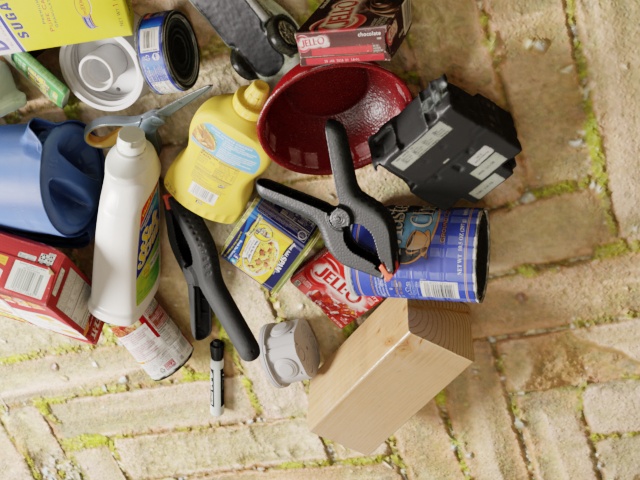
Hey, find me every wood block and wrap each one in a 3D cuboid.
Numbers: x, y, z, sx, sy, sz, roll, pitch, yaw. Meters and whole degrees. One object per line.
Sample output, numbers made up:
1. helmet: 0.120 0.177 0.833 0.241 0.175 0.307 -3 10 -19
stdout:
1. wood block: 0.078 0.150 1.241 0.090 0.090 0.206 26 127 -19

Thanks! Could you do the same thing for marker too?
1. marker: -0.134 0.177 1.384 0.020 0.020 0.121 11 124 12

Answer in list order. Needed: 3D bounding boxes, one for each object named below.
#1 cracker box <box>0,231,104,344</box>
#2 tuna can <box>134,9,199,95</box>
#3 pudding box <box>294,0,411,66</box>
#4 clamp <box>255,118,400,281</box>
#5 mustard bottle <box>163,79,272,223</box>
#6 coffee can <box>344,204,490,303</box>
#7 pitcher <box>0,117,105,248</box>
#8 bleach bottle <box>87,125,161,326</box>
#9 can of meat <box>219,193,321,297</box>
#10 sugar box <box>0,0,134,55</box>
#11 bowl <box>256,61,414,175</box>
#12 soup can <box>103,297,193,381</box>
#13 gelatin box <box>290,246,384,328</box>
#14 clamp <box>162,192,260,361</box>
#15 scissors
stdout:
1. cracker box: -0.360 0.051 1.284 0.164 0.072 0.213 16 164 9
2. tuna can: -0.158 -0.197 1.114 0.034 0.086 0.086 -5 120 19
3. pudding box: 0.035 -0.204 1.026 0.090 0.113 0.039 0 117 18
4. clamp: 0.026 -0.037 1.081 0.171 0.039 0.120 42 126 0
5. mustard bottle: -0.097 -0.103 1.149 0.096 0.058 0.192 31 137 -3
6. coffee can: 0.106 0.013 1.147 0.140 0.102 0.103 2 122 17
7. pitcher: -0.381 -0.066 1.253 0.243 0.144 0.149 2 92 22
8. bleach bottle: -0.221 -0.020 1.217 0.068 0.102 0.251 19 135 8
9. can of meat: -0.058 0.002 1.224 0.084 0.057 0.102 35 126 -3
10. sugar box: -0.283 -0.239 1.067 0.176 0.048 0.093 -11 134 1
11. bowl: 0.012 -0.139 1.087 0.162 0.055 0.162 -7 143 -6
12. soup can: -0.215 0.118 1.345 0.069 0.068 0.102 -25 111 30
13. gelatin box: 0.021 0.051 1.244 0.089 0.030 0.073 44 124 -12
14. clamp: -0.134 0.043 1.249 0.165 0.036 0.210 19 128 57
15. scissors: -0.172 -0.124 1.171 0.202 0.016 0.096 -10 151 31
